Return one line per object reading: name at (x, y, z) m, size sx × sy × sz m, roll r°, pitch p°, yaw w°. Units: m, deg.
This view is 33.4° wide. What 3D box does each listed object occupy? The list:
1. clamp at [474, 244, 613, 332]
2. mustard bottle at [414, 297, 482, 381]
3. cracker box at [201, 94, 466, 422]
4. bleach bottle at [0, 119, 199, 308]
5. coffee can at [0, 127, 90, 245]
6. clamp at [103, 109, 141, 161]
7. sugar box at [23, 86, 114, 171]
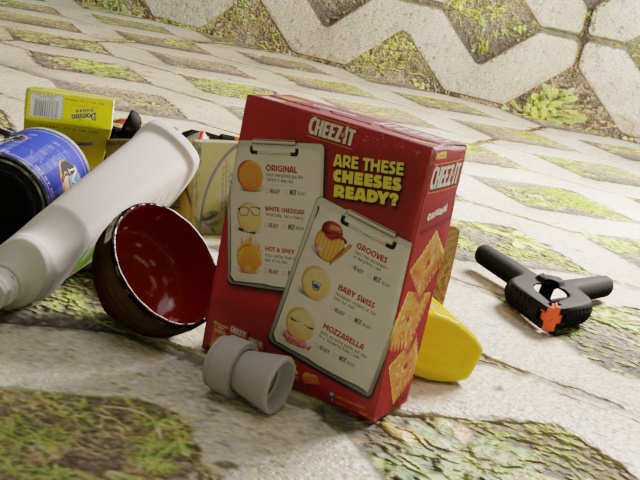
clamp at (0.241, 0.053, 1.181) m, size 0.165 × 0.036 × 0.209 m, roll 16°, pitch 16°, yaw 12°
mustard bottle at (0.071, 0.062, 0.975) m, size 0.096 × 0.058 × 0.192 m, roll 21°, pitch 11°, yaw -20°
cracker box at (0.007, 0.009, 0.826) m, size 0.164 × 0.214 × 0.072 m, roll 20°, pitch 17°, yaw 27°
bleach bottle at (-0.204, -0.017, 0.923) m, size 0.068 × 0.103 × 0.250 m, roll 41°, pitch 35°, yaw 1°
coffee can at (-0.287, -0.046, 1.017) m, size 0.103 × 0.103 × 0.140 m, roll 12°, pitch 15°, yaw 0°
clamp at (-0.240, -0.118, 1.277) m, size 0.120 × 0.039 × 0.171 m, roll 15°, pitch -16°, yaw 26°
sugar box at (-0.287, -0.111, 1.197) m, size 0.093 × 0.048 × 0.176 m, roll 7°, pitch -22°, yaw -15°
